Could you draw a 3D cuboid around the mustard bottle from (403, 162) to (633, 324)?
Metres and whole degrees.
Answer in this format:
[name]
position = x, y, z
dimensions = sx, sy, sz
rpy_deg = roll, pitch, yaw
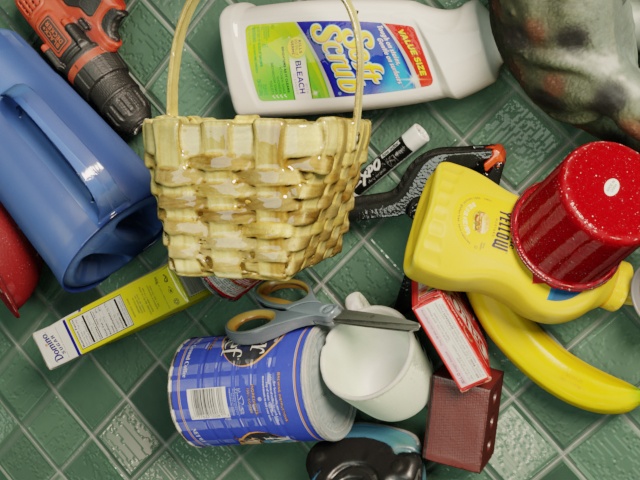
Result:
[mustard bottle]
position = 0.167, 0.013, 0.835
dimensions = 0.191, 0.058, 0.096
rpy_deg = 19, 65, -5

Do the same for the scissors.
[scissors]
position = -0.011, 0.071, 0.897
dimensions = 0.202, 0.096, 0.016
rpy_deg = 20, 139, 56

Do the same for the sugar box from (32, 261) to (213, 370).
[sugar box]
position = -0.175, 0.063, 1.002
dimensions = 0.176, 0.093, 0.048
rpy_deg = -29, 88, 27

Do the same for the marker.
[marker]
position = 0.043, -0.056, 0.922
dimensions = 0.121, 0.020, 0.020
rpy_deg = -39, 83, 25

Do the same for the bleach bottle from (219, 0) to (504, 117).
[bleach bottle]
position = 0.045, -0.160, 0.878
dimensions = 0.251, 0.068, 0.102
rpy_deg = -3, 103, 23

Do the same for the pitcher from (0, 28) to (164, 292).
[pitcher]
position = -0.253, -0.084, 0.985
dimensions = 0.243, 0.144, 0.149
rpy_deg = 48, 118, 12

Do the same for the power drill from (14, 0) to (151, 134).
[power drill]
position = -0.177, -0.215, 0.968
dimensions = 0.188, 0.057, 0.184
rpy_deg = -44, 81, 25

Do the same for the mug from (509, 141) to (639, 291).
[mug]
position = 0.208, -0.017, 0.778
dimensions = 0.117, 0.082, 0.093
rpy_deg = 12, 65, -8

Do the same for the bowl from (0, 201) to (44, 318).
[bowl]
position = -0.319, -0.005, 1.047
dimensions = 0.055, 0.162, 0.162
rpy_deg = -34, 84, -17

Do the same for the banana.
[banana]
position = 0.185, 0.084, 0.875
dimensions = 0.198, 0.037, 0.070
rpy_deg = 36, 117, 15

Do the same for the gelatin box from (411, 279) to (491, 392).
[gelatin box]
position = 0.107, 0.068, 0.873
dimensions = 0.030, 0.073, 0.089
rpy_deg = -27, 108, 16

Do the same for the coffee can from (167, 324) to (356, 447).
[coffee can]
position = -0.050, 0.131, 0.954
dimensions = 0.140, 0.102, 0.103
rpy_deg = -8, 97, 25

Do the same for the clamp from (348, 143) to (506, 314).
[clamp]
position = 0.091, -0.015, 0.899
dimensions = 0.172, 0.039, 0.120
rpy_deg = -29, 105, 24

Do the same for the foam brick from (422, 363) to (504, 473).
[foam brick]
position = 0.122, 0.148, 0.908
dimensions = 0.051, 0.052, 0.078
rpy_deg = 10, 105, 22
